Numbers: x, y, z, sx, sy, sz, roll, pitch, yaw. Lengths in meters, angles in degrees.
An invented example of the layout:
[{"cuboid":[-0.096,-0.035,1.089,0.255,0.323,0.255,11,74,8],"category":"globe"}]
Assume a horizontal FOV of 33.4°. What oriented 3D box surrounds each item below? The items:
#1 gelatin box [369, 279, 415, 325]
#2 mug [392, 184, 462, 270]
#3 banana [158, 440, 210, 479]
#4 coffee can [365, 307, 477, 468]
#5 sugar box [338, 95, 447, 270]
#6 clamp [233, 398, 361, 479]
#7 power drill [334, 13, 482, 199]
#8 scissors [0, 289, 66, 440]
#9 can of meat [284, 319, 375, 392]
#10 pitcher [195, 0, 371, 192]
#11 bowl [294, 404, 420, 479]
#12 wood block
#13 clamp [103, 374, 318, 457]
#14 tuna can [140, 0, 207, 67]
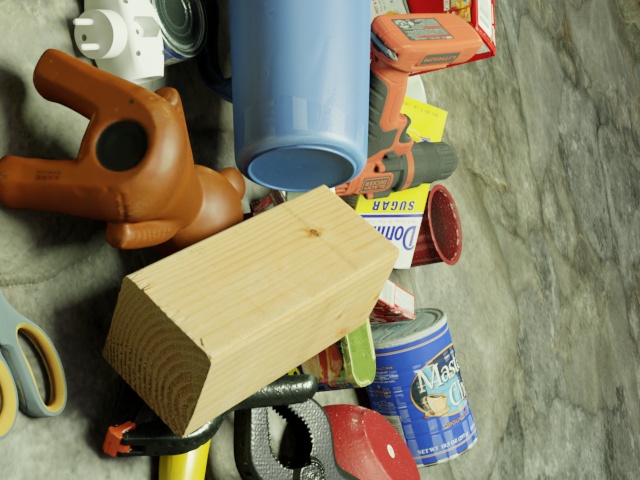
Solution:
[{"cuboid":[0.046,0.063,1.090,0.089,0.073,0.030,32,54,-55],"category":"gelatin box"},{"cuboid":[0.112,-0.012,1.229,0.117,0.082,0.093,-6,85,-62],"category":"mug"},{"cuboid":[-0.092,0.140,0.844,0.069,0.037,0.197,56,36,-33],"category":"banana"},{"cuboid":[0.099,0.154,1.124,0.102,0.103,0.140,-34,110,-60],"category":"coffee can"},{"cuboid":[0.069,-0.062,1.118,0.093,0.048,0.176,13,87,-36],"category":"sugar box"},{"cuboid":[-0.008,0.194,0.880,0.164,0.036,0.210,-23,95,-39],"category":"clamp"},{"cuboid":[0.082,-0.121,1.008,0.184,0.188,0.057,-10,46,-35],"category":"power drill"},{"cuboid":[-0.221,0.040,0.665,0.201,0.016,0.096,65,31,-24],"category":"scissors"},{"cuboid":[-0.001,0.090,0.981,0.057,0.084,0.102,-8,88,-62],"category":"can of meat"},{"cuboid":[-0.027,-0.167,0.907,0.144,0.149,0.243,6,68,-18],"category":"pitcher"},{"cuboid":[0.046,0.211,0.993,0.162,0.055,0.162,48,18,-22],"category":"bowl"},{"cuboid":[-0.047,0.046,0.793,0.091,0.090,0.205,42,43,21],"category":"wood block"},{"cuboid":[-0.084,0.114,0.800,0.171,0.120,0.039,-43,157,-41],"category":"clamp"},{"cuboid":[-0.131,-0.190,0.892,0.086,0.034,0.086,30,55,-55],"category":"tuna can"}]
